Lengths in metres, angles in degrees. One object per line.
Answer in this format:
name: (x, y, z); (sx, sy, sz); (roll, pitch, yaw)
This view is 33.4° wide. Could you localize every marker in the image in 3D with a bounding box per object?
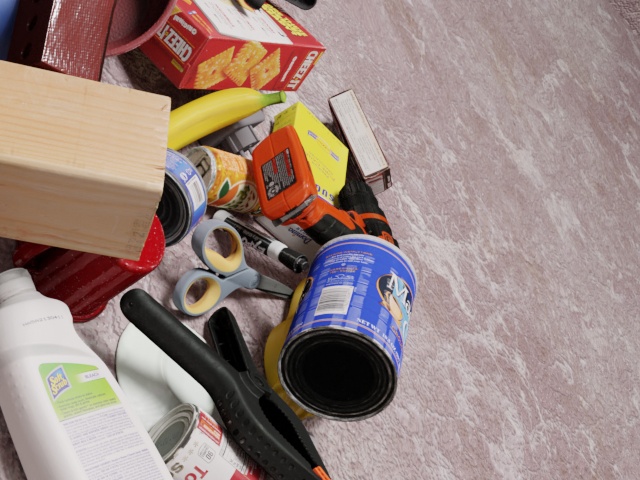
marker: (-0.057, 0.001, 1.008); (0.121, 0.020, 0.020); (28, 10, 37)

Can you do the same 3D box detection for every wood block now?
wood block: (-0.216, -0.062, 0.739); (0.206, 0.090, 0.091); (11, 51, -15)

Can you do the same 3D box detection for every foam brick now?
foam brick: (-0.189, -0.149, 0.775); (0.051, 0.053, 0.078); (22, 70, -44)

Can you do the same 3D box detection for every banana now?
banana: (-0.126, -0.109, 1.015); (0.197, 0.070, 0.037); (-32, 106, -32)

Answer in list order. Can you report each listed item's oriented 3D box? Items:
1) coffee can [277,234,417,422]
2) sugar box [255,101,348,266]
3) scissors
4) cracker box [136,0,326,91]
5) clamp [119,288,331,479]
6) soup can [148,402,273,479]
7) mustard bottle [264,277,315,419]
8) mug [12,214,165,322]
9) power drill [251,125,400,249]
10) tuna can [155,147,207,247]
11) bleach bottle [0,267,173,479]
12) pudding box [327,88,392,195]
coffee can: (0.027, 0.074, 0.938); (0.102, 0.103, 0.140); (47, 30, -18)
sugar box: (-0.017, -0.065, 1.174); (0.093, 0.048, 0.176); (41, 32, -29)
scissors: (-0.079, 0.049, 0.993); (0.096, 0.016, 0.201); (-57, 150, -14)
cracker box: (-0.117, -0.229, 1.114); (0.164, 0.072, 0.213); (46, 26, 19)
clamp: (-0.061, 0.121, 0.864); (0.210, 0.036, 0.164); (48, 11, 14)
soup can: (-0.084, 0.181, 0.824); (0.102, 0.069, 0.068); (45, 32, -21)
mustard bottle: (-0.006, 0.111, 1.016); (0.096, 0.058, 0.191); (53, 30, -13)
mug: (-0.183, 0.005, 0.825); (0.117, 0.082, 0.093); (2, 61, -55)
power drill: (0.012, -0.032, 1.066); (0.187, 0.057, 0.184); (39, 24, -38)
tuna can: (-0.143, -0.036, 0.920); (0.086, 0.086, 0.033); (52, 32, -11)
bleach bottle: (-0.167, 0.135, 0.752); (0.102, 0.068, 0.251); (-6, 66, -57)
pudding box: (0.048, -0.117, 1.292); (0.113, 0.039, 0.090); (64, 1, 14)
